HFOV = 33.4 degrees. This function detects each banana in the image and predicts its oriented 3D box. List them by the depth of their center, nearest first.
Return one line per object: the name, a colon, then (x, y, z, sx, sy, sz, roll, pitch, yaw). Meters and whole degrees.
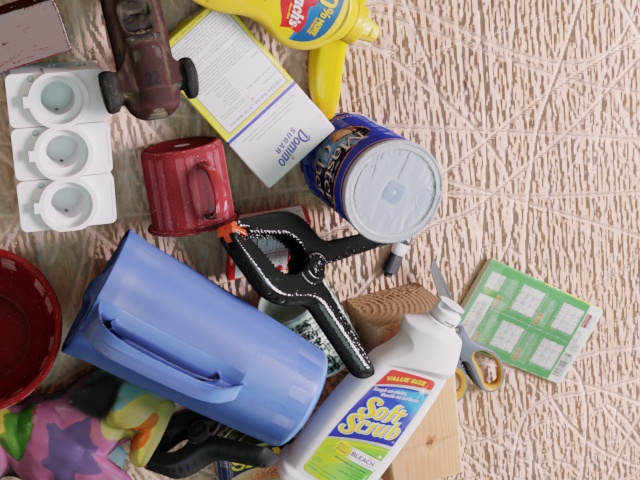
banana: (0.029, -0.220, 1.078, 0.069, 0.037, 0.198, 26, 98, -24)

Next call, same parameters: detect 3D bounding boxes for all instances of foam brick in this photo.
foam brick: (-0.273, -0.190, 0.975, 0.078, 0.053, 0.051, -21, 113, -12)

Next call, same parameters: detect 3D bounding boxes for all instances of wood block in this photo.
wood block: (0.095, 0.164, 1.203, 0.090, 0.090, 0.206, -13, 111, -16)

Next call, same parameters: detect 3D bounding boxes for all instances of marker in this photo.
marker: (0.098, -0.014, 1.181, 0.020, 0.020, 0.121, 18, 101, -24)

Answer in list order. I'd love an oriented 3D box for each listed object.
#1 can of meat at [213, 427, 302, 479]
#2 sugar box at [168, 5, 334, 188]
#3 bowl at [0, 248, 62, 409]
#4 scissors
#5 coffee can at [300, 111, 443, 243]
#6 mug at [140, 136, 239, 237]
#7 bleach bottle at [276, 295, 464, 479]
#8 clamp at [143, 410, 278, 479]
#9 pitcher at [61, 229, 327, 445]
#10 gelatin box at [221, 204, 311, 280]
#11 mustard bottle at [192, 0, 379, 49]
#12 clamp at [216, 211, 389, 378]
can of meat: (-0.070, 0.248, 1.193, 0.102, 0.057, 0.084, -10, 113, -16)
sugar box: (-0.078, -0.147, 1.054, 0.093, 0.048, 0.176, -42, 112, -1)
bowl: (-0.328, 0.089, 1.028, 0.162, 0.055, 0.162, 2, 77, -7)
scissors: (0.143, 0.117, 1.230, 0.096, 0.016, 0.201, -37, 119, 5)
coffee can: (0.049, -0.066, 1.079, 0.102, 0.140, 0.103, -6, 110, -17)
mug: (-0.125, -0.053, 1.041, 0.093, 0.117, 0.081, -16, 108, -27)
bleach bottle: (0.060, 0.162, 1.110, 0.102, 0.068, 0.251, 30, 105, -10)
clamp: (-0.117, 0.214, 1.130, 0.171, 0.120, 0.039, -27, 122, 7)
pitcher: (-0.118, 0.106, 1.033, 0.242, 0.145, 0.149, 30, 57, -12)
gelatin box: (-0.057, 0.001, 1.111, 0.089, 0.030, 0.073, -11, 142, -16)
mustard bottle: (-0.026, -0.233, 1.002, 0.191, 0.058, 0.096, 22, 107, -26)
clamp: (-0.007, 0.022, 1.061, 0.209, 0.036, 0.164, 34, 57, -26)
